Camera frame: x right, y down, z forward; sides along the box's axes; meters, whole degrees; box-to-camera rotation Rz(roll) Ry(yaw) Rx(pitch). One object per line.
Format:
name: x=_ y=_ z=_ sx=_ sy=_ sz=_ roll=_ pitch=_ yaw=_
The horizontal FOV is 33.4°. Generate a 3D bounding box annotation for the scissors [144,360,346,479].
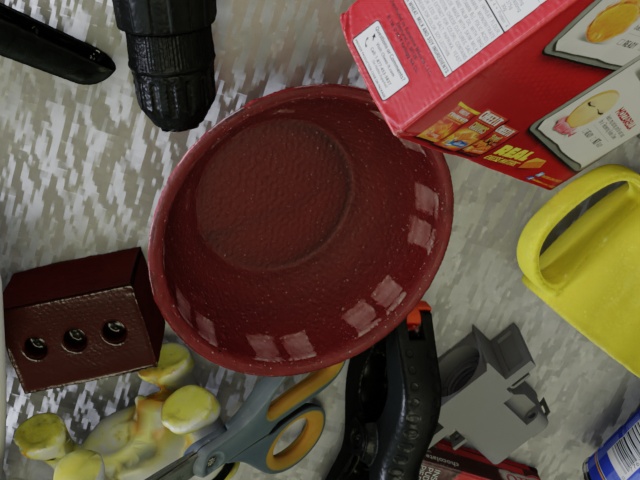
scissors: x=-0.055 y=0.125 z=0.581 sx=0.201 sy=0.016 sz=0.096 roll=-38 pitch=143 yaw=-31

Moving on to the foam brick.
foam brick: x=-0.131 y=0.043 z=0.586 sx=0.078 sy=0.051 sz=0.053 roll=-12 pitch=114 yaw=4

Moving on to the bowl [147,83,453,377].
bowl: x=-0.015 y=-0.012 z=0.549 sx=0.162 sy=0.055 sz=0.162 roll=-10 pitch=120 yaw=-17

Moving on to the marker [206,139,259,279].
marker: x=-0.054 y=0.001 z=0.587 sx=0.020 sy=0.020 sz=0.121 roll=10 pitch=113 yaw=-7

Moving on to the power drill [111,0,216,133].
power drill: x=-0.009 y=-0.143 z=0.503 sx=0.187 sy=0.057 sz=0.184 roll=-4 pitch=118 yaw=-1

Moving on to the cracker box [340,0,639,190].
cracker box: x=0.137 y=-0.115 z=0.447 sx=0.214 sy=0.072 sz=0.163 roll=-36 pitch=155 yaw=26

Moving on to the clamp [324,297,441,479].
clamp: x=0.039 y=0.121 z=0.596 sx=0.039 sy=0.120 sz=0.171 roll=0 pitch=111 yaw=-31
